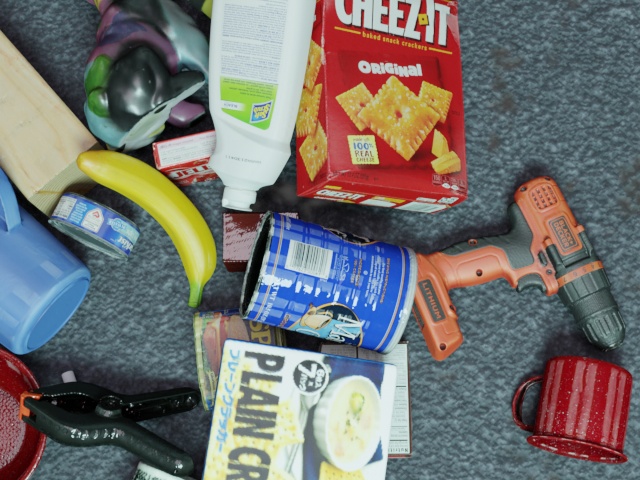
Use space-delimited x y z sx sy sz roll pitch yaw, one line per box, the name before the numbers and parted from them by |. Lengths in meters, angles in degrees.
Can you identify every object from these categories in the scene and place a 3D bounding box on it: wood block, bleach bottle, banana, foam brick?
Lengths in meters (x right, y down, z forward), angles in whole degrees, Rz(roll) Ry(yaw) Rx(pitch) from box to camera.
wood block | -0.312 -0.132 1.082 0.090 0.091 0.206 -41 79 -6
bleach bottle | -0.066 -0.155 1.003 0.103 0.068 0.251 11 94 17
banana | -0.156 -0.026 1.038 0.037 0.197 0.069 -15 34 37
foam brick | -0.057 0.001 1.061 0.078 0.053 0.051 0 77 1

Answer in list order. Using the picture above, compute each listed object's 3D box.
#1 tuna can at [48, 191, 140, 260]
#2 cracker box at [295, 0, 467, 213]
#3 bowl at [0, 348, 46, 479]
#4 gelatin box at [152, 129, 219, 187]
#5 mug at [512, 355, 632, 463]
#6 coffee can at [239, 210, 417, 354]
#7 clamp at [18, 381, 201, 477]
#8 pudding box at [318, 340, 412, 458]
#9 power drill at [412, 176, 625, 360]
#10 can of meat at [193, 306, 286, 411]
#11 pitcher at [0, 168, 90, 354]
tuna can | -0.222 -0.014 1.054 0.086 0.086 0.033 24 78 7
cracker box | 0.059 -0.143 1.045 0.163 0.072 0.214 6 76 -29
bowl | -0.335 0.181 1.028 0.162 0.055 0.162 -1 77 2
gelatin box | -0.118 -0.083 1.072 0.089 0.073 0.030 -14 77 -1
mug | 0.236 0.157 1.004 0.117 0.093 0.081 0 68 39
coffee can | 0.006 0.039 0.983 0.140 0.103 0.103 15 78 -10
clamp | -0.191 0.162 0.999 0.171 0.120 0.039 16 109 -1
pudding box | 0.043 0.154 1.030 0.090 0.039 0.113 0 79 1
power drill | 0.184 0.048 1.041 0.187 0.057 0.184 -22 74 -6
can of meat | -0.075 0.113 1.035 0.084 0.057 0.102 -7 77 2
pitcher | -0.342 -0.010 1.031 0.243 0.149 0.145 38 82 6
